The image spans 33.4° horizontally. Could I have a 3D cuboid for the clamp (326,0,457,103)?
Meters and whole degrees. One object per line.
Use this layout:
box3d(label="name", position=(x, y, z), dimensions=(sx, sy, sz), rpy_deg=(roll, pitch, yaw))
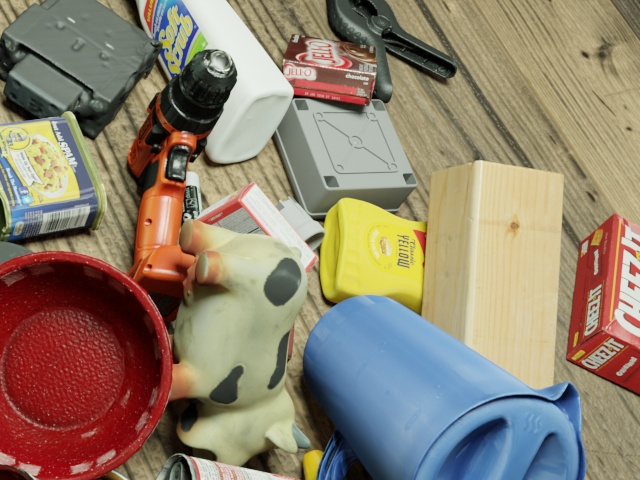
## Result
box3d(label="clamp", position=(0.058, -0.219, 1.165), dimensions=(0.171, 0.039, 0.120), rpy_deg=(43, 43, 13))

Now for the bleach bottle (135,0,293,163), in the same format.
box3d(label="bleach bottle", position=(-0.126, -0.198, 1.020), dimensions=(0.067, 0.103, 0.251), rpy_deg=(-12, 58, -44))

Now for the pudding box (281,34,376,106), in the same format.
box3d(label="pudding box", position=(0.009, -0.170, 1.057), dimensions=(0.090, 0.039, 0.113), rpy_deg=(9, 22, -1))

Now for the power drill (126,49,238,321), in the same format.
box3d(label="power drill", position=(-0.116, -0.041, 0.858), dimensions=(0.057, 0.185, 0.187), rpy_deg=(13, 62, -20))

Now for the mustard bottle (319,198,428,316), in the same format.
box3d(label="mustard bottle", position=(0.096, 0.027, 0.997), dimensions=(0.191, 0.058, 0.096), rpy_deg=(13, 60, -21))

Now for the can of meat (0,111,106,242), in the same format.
box3d(label="can of meat", position=(-0.233, -0.051, 0.872), dimensions=(0.083, 0.058, 0.102), rpy_deg=(-12, 64, -32))

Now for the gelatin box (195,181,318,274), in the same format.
box3d(label="gelatin box", position=(-0.056, 0.001, 0.906), dimensions=(0.089, 0.073, 0.030), rpy_deg=(49, 48, -14))

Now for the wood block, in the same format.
box3d(label="wood block", position=(0.148, 0.043, 0.934), dimensions=(0.090, 0.090, 0.206), rpy_deg=(7, 84, -22))

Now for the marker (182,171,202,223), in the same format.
box3d(label="marker", position=(-0.110, -0.006, 0.933), dimensions=(0.020, 0.020, 0.121), rpy_deg=(6, 56, -26))

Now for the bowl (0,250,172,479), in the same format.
box3d(label="bowl", position=(-0.185, 0.090, 0.753), dimensions=(0.162, 0.055, 0.162), rpy_deg=(1, 83, -7))

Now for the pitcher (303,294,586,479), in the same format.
box3d(label="pitcher", position=(0.068, 0.135, 0.797), dimensions=(0.149, 0.145, 0.243), rpy_deg=(-1, 16, -22))

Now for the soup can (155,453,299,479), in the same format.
box3d(label="soup can", position=(-0.064, 0.197, 0.771), dimensions=(0.102, 0.069, 0.068), rpy_deg=(19, 50, -29))

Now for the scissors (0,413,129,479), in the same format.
box3d(label="scissors", position=(-0.215, 0.166, 0.754), dimensions=(0.201, 0.016, 0.096), rpy_deg=(32, 47, -6))
